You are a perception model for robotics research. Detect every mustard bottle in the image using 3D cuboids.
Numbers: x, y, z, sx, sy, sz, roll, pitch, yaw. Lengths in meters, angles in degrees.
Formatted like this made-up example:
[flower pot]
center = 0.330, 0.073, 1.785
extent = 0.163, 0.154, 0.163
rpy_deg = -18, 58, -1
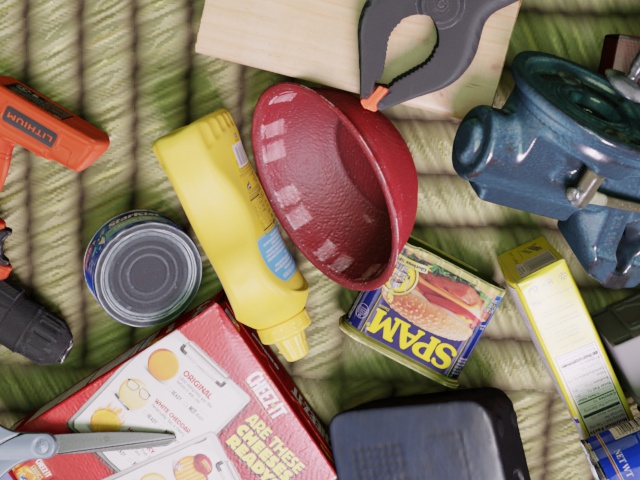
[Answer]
[mustard bottle]
center = -0.056, 0.001, 0.786
extent = 0.058, 0.096, 0.191
rpy_deg = -24, 99, 10

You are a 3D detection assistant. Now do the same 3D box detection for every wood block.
[wood block]
center = 0.026, -0.153, 0.755
extent = 0.206, 0.091, 0.090
rpy_deg = 14, 101, 1

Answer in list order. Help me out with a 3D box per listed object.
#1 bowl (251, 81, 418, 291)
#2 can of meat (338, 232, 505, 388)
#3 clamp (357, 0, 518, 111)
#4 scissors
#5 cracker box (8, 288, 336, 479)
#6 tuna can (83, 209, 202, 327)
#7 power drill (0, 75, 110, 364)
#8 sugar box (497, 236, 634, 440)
[bowl]
center = 0.019, -0.047, 0.764
extent = 0.055, 0.162, 0.162
rpy_deg = -30, 99, -28
[can of meat]
center = 0.078, 0.050, 0.808
extent = 0.102, 0.057, 0.084
rpy_deg = 28, 99, -2
[clamp]
center = 0.088, -0.152, 0.685
extent = 0.120, 0.039, 0.171
rpy_deg = 27, 106, 3
[scissors]
center = -0.214, 0.168, 0.780
extent = 0.201, 0.016, 0.096
rpy_deg = 13, 83, -3
[cracker box]
center = -0.118, 0.162, 0.834
extent = 0.214, 0.072, 0.164
rpy_deg = -33, 98, 8
[tuna can]
center = -0.134, 0.022, 0.809
extent = 0.086, 0.034, 0.086
rpy_deg = -8, 110, -22
[power drill]
center = -0.238, -0.016, 0.814
extent = 0.184, 0.057, 0.188
rpy_deg = 32, 100, -6
[sugar box]
center = 0.189, 0.090, 0.790
extent = 0.048, 0.093, 0.176
rpy_deg = -27, 99, 8
